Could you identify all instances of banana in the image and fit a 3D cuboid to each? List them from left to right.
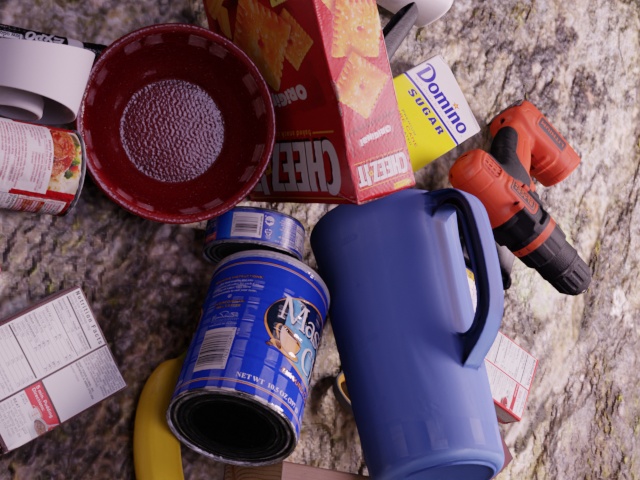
[{"bbox_3d":[-0.116,0.180,0.846,0.069,0.037,0.198,5,76,-34],"label":"banana"}]

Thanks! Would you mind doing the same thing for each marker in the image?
[{"bbox_3d":[-0.224,-0.158,0.858,0.120,0.020,0.020,6,76,-36],"label":"marker"}]

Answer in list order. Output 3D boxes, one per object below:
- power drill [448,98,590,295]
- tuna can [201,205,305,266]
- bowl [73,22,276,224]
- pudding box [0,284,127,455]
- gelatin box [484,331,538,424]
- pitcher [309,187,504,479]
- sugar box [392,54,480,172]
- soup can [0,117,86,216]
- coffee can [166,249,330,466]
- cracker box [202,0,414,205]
[{"bbox_3d":[0.219,-0.050,1.096,0.184,0.057,0.187,46,34,-12],"label":"power drill"},{"bbox_3d":[-0.056,0.001,0.904,0.086,0.086,0.034,19,66,-32],"label":"tuna can"},{"bbox_3d":[-0.119,-0.093,0.876,0.162,0.055,0.162,0,89,-11],"label":"bowl"},{"bbox_3d":[-0.212,0.096,0.794,0.113,0.039,0.090,-28,96,-40],"label":"pudding box"},{"bbox_3d":[0.175,0.133,1.082,0.089,0.030,0.073,37,58,-25],"label":"gelatin box"},{"bbox_3d":[0.081,0.082,0.889,0.145,0.149,0.243,-10,60,-2],"label":"pitcher"},{"bbox_3d":[0.077,-0.112,1.056,0.175,0.048,0.093,-34,98,-36],"label":"sugar box"},{"bbox_3d":[-0.235,-0.057,0.794,0.102,0.069,0.068,8,74,-35],"label":"soup can"},{"bbox_3d":[-0.055,0.092,0.850,0.102,0.103,0.140,38,43,-24],"label":"coffee can"},{"bbox_3d":[-0.018,-0.139,0.890,0.072,0.164,0.214,-20,104,-33],"label":"cracker box"}]
